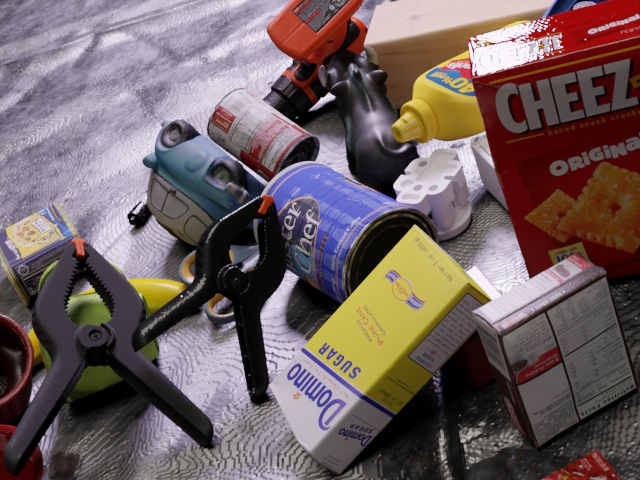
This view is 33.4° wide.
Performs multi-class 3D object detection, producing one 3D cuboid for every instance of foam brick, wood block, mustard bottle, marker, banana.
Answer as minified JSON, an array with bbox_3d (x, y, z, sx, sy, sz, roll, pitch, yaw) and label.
[{"bbox_3d":[0.121,0.067,0.834,0.053,0.051,0.078,-28,35,-6],"label":"foam brick"},{"bbox_3d":[0.163,-0.215,1.145,0.206,0.090,0.090,-7,39,22],"label":"wood block"},{"bbox_3d":[0.145,-0.142,1.007,0.191,0.058,0.096,-31,42,-21],"label":"mustard bottle"},{"bbox_3d":[-0.182,-0.059,1.200,0.020,0.020,0.121,1,42,31],"label":"marker"},{"bbox_3d":[-0.211,0.076,1.031,0.198,0.037,0.070,-26,65,3],"label":"banana"}]

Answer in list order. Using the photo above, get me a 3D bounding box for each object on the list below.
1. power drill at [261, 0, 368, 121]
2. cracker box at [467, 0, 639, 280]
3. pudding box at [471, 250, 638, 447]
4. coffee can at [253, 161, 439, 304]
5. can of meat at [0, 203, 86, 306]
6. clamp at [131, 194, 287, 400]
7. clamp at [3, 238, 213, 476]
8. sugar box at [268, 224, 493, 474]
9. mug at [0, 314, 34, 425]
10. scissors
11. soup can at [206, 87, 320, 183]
[{"bbox_3d":[-0.016,-0.198,1.153,0.057,0.187,0.184,41,81,7],"label":"power drill"},{"bbox_3d":[0.217,-0.069,0.815,0.164,0.213,0.072,-13,37,15],"label":"cracker box"},{"bbox_3d":[0.165,0.077,0.743,0.090,0.113,0.039,-29,33,-9],"label":"pudding box"},{"bbox_3d":[0.021,-0.001,0.936,0.102,0.103,0.140,-37,37,-18],"label":"coffee can"},{"bbox_3d":[-0.300,0.011,1.145,0.084,0.057,0.102,-30,36,-13],"label":"can of meat"},{"bbox_3d":[-0.085,0.038,0.894,0.039,0.120,0.171,-22,54,62],"label":"clamp"},{"bbox_3d":[-0.195,0.094,0.882,0.164,0.036,0.210,-11,60,-24],"label":"clamp"},{"bbox_3d":[0.043,0.082,0.810,0.176,0.048,0.093,-47,35,6],"label":"sugar box"},{"bbox_3d":[-0.306,0.111,0.961,0.093,0.082,0.117,-14,67,-17],"label":"mug"},{"bbox_3d":[-0.057,0.001,1.033,0.096,0.016,0.201,26,55,21],"label":"scissors"},{"bbox_3d":[-0.060,-0.106,1.116,0.102,0.068,0.068,37,63,21],"label":"soup can"}]
